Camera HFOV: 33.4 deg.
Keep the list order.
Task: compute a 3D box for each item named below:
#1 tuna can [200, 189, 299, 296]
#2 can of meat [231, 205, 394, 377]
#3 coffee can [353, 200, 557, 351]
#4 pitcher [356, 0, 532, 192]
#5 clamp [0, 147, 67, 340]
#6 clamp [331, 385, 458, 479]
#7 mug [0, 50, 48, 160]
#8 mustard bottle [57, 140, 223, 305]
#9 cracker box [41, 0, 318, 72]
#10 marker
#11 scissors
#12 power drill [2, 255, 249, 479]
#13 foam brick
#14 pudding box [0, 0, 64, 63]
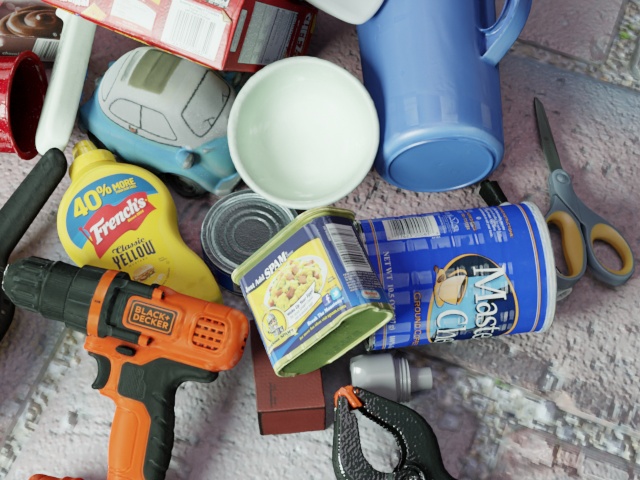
[{"bbox_3d":[-0.056,0.001,0.877,0.086,0.034,0.086,0,62,0],"label":"tuna can"},{"bbox_3d":[-0.005,0.038,0.763,0.057,0.102,0.084,7,51,-49],"label":"can of meat"},{"bbox_3d":[0.100,0.027,0.824,0.140,0.103,0.103,-6,62,-4],"label":"coffee can"},{"bbox_3d":[0.101,-0.172,0.913,0.145,0.149,0.243,0,65,-5],"label":"pitcher"},{"bbox_3d":[-0.295,0.023,0.857,0.165,0.036,0.210,-1,67,17],"label":"clamp"},{"bbox_3d":[0.071,0.175,0.768,0.120,0.039,0.171,-21,81,-20],"label":"clamp"},{"bbox_3d":[-0.284,-0.122,0.919,0.081,0.093,0.117,3,31,7],"label":"mug"},{"bbox_3d":[-0.159,-0.005,0.866,0.096,0.058,0.192,-26,64,-8],"label":"mustard bottle"},{"bbox_3d":[-0.109,-0.198,0.886,0.164,0.213,0.072,22,103,11],"label":"cracker box"},{"bbox_3d":[0.168,-0.003,0.888,0.020,0.020,0.121,-25,65,-13],"label":"marker"},{"bbox_3d":[0.221,-0.038,0.908,0.096,0.016,0.201,18,52,-7],"label":"scissors"},{"bbox_3d":[-0.160,0.114,0.766,0.184,0.057,0.187,15,85,6],"label":"power drill"},{"bbox_3d":[-0.025,0.102,0.813,0.053,0.051,0.078,-5,62,-2],"label":"foam brick"},{"bbox_3d":[-0.277,-0.205,0.960,0.113,0.039,0.090,0,58,-35],"label":"pudding box"}]
